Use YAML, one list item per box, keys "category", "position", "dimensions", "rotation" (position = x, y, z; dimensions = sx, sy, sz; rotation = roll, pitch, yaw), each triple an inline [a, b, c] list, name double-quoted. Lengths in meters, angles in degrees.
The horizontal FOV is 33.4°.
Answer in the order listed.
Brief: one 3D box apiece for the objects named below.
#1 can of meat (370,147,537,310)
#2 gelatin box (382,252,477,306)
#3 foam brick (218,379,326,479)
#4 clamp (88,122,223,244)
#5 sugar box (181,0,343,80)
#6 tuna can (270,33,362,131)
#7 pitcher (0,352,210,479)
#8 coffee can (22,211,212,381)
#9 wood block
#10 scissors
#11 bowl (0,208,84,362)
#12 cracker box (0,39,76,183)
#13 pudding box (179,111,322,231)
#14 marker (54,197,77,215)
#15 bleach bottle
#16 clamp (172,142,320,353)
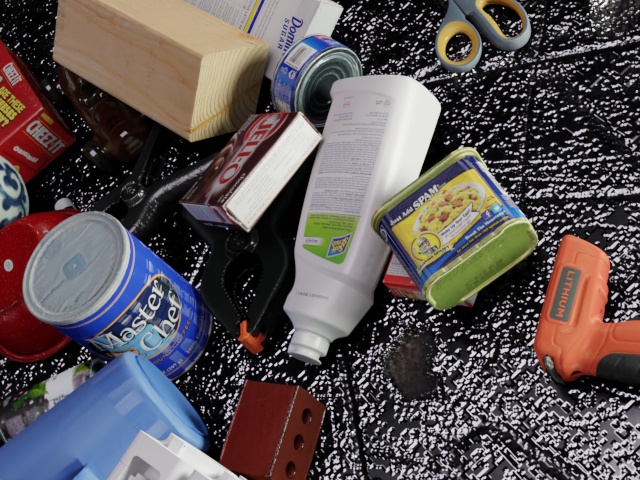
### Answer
- category: "can of meat"
  position: [0.103, -0.007, 0.820]
  dimensions: [0.102, 0.057, 0.084]
  rotation: [-37, 52, 6]
- category: "gelatin box"
  position: [0.100, 0.006, 0.871]
  dimensions: [0.073, 0.030, 0.089]
  rotation: [7, 65, 33]
- category: "foam brick"
  position: [-0.038, 0.156, 0.842]
  dimensions: [0.051, 0.053, 0.078]
  rotation: [3, 64, 30]
- category: "clamp"
  position: [-0.172, -0.045, 1.015]
  dimensions: [0.171, 0.039, 0.120]
  rotation: [-40, 38, -7]
- category: "sugar box"
  position: [-0.069, -0.230, 1.060]
  dimensions: [0.176, 0.048, 0.093]
  rotation: [36, 110, 25]
- category: "tuna can"
  position: [-0.002, -0.144, 0.983]
  dimensions: [0.034, 0.086, 0.086]
  rotation: [36, 82, 37]
- category: "pitcher"
  position: [-0.210, 0.206, 0.854]
  dimensions: [0.243, 0.145, 0.149]
  rotation: [-41, 47, -3]
- category: "coffee can"
  position: [-0.172, 0.053, 0.922]
  dimensions: [0.103, 0.140, 0.103]
  rotation: [-14, 56, 21]
- category: "wood block"
  position: [-0.161, -0.184, 1.051]
  dimensions: [0.206, 0.090, 0.090]
  rotation: [31, 123, 30]
- category: "scissors"
  position: [0.117, -0.224, 1.010]
  dimensions: [0.096, 0.016, 0.202]
  rotation: [-43, 50, 0]
- category: "bowl"
  position: [-0.286, 0.034, 1.038]
  dimensions: [0.162, 0.055, 0.162]
  rotation: [-15, 61, 29]
- category: "cracker box"
  position: [-0.394, -0.102, 1.186]
  dimensions: [0.213, 0.072, 0.164]
  rotation: [-40, 51, 1]
- category: "pudding box"
  position: [-0.062, -0.062, 0.939]
  dimensions: [0.113, 0.039, 0.090]
  rotation: [-55, 27, -16]
- category: "marker"
  position: [-0.235, -0.003, 1.070]
  dimensions: [0.020, 0.020, 0.121]
  rotation: [-43, 50, -1]
- category: "bleach bottle"
  position: [0.021, -0.017, 0.909]
  dimensions: [0.103, 0.068, 0.250]
  rotation: [3, 67, 44]
- category: "clamp"
  position: [-0.056, 0.001, 0.956]
  dimensions: [0.165, 0.036, 0.210]
  rotation: [-25, 49, 15]
